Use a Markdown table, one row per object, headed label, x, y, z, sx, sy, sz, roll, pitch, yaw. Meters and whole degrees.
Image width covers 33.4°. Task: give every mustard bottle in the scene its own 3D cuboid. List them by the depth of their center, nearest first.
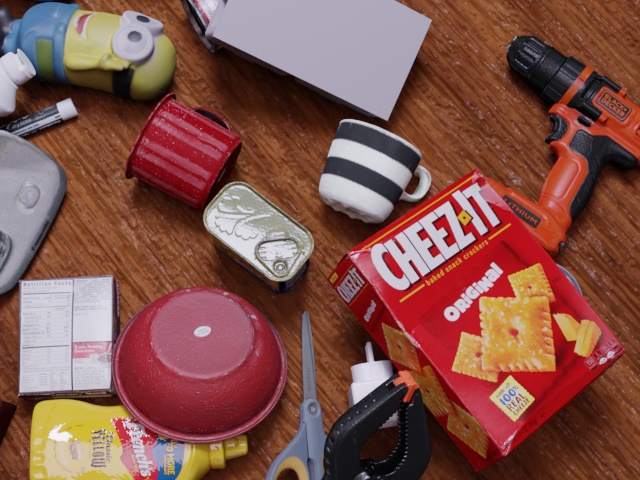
| label | x | y | z | sx | sy | sz | roll | pitch | yaw |
| --- | --- | --- | --- | --- | --- | --- | --- | --- | --- |
| mustard bottle | -0.162 | 0.189 | 0.964 | 0.191 | 0.058 | 0.096 | -3 | 71 | -2 |

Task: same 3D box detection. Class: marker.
| label | x | y | z | sx | sy | sz | roll | pitch | yaw |
| --- | --- | --- | --- | --- | --- | --- | --- | --- | --- |
| marker | -0.300 | -0.110 | 1.055 | 0.121 | 0.020 | 0.020 | -23 | 78 | -6 |

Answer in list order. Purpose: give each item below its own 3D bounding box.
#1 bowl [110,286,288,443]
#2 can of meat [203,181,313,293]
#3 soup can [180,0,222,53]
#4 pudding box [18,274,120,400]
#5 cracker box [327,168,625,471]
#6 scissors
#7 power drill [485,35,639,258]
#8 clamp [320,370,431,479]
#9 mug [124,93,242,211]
| label | x | y | z | sx | sy | sz | roll | pitch | yaw |
| --- | --- | --- | --- | --- | --- | --- | --- | --- | --- |
| bowl | -0.107 | 0.098 | 0.959 | 0.162 | 0.055 | 0.162 | 4 | 53 | -6 |
| can of meat | -0.056 | 0.001 | 0.997 | 0.102 | 0.084 | 0.057 | 37 | 78 | 8 |
| soup can | -0.080 | -0.241 | 1.064 | 0.102 | 0.068 | 0.068 | -32 | 79 | -8 |
| pudding box | -0.235 | 0.091 | 0.998 | 0.090 | 0.039 | 0.113 | -2 | 75 | -1 |
| cracker box | 0.138 | 0.065 | 0.933 | 0.164 | 0.072 | 0.214 | -32 | 79 | -27 |
| scissors | -0.023 | 0.167 | 0.975 | 0.096 | 0.016 | 0.202 | -8 | 75 | -35 |
| power drill | 0.220 | -0.089 | 1.036 | 0.184 | 0.057 | 0.187 | 37 | 79 | 8 |
| clamp | 0.045 | 0.213 | 0.916 | 0.164 | 0.036 | 0.210 | 24 | 101 | -21 |
| mug | -0.124 | -0.087 | 1.024 | 0.081 | 0.093 | 0.117 | 29 | 41 | 1 |
